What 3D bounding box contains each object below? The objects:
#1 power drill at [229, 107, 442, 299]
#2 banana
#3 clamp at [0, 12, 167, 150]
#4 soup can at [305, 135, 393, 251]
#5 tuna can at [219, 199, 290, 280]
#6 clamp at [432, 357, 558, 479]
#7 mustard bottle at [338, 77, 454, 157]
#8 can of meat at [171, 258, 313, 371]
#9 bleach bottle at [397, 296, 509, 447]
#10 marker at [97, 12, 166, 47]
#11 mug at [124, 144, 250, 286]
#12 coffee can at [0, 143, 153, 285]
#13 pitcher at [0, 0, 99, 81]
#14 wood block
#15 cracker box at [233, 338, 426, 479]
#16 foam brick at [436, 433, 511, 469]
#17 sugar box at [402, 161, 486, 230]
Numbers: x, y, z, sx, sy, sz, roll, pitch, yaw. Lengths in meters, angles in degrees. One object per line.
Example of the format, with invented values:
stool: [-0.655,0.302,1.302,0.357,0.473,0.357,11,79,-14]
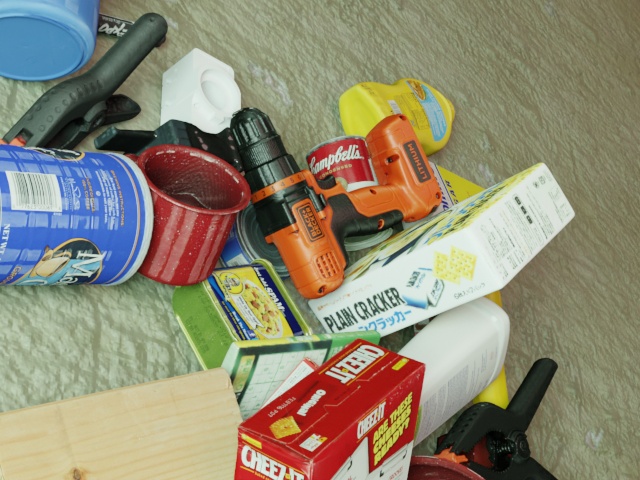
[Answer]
power drill: [0.015,-0.057,1.001,0.187,0.057,0.184,-25,93,-35]
banana: [0.178,0.125,1.106,0.069,0.037,0.198,9,77,-49]
clamp: [-0.186,-0.117,0.859,0.039,0.120,0.171,33,41,9]
soup can: [0.030,-0.047,1.092,0.068,0.069,0.102,4,64,-47]
tuna can: [-0.056,0.001,0.991,0.086,0.034,0.086,27,49,-36]
clamp: [0.186,0.193,1.049,0.209,0.036,0.164,9,68,-42]
mustard bottle: [0.103,-0.142,1.243,0.191,0.058,0.096,-18,79,-52]
can of meat: [-0.068,0.069,0.905,0.083,0.058,0.102,-7,57,-48]
bleach bottle: [0.075,0.147,0.975,0.068,0.102,0.250,29,45,32]
marker: [-0.191,-0.196,0.976,0.120,0.020,0.020,4,64,-48]
mug: [-0.122,-0.024,0.855,0.117,0.082,0.093,30,31,10]
coffee can: [-0.208,-0.017,0.774,0.140,0.103,0.103,1,66,-48]
pitcher: [-0.226,-0.258,0.881,0.144,0.149,0.243,26,52,-47]
wood block: [-0.152,0.156,0.738,0.205,0.090,0.091,-4,72,-50]
cracker box: [0.000,0.203,0.803,0.163,0.072,0.214,-30,132,-52]
foam brick: [0.160,0.229,1.077,0.078,0.053,0.051,34,45,-29]
sugar box: [0.151,-0.030,1.220,0.176,0.048,0.093,21,49,-51]
